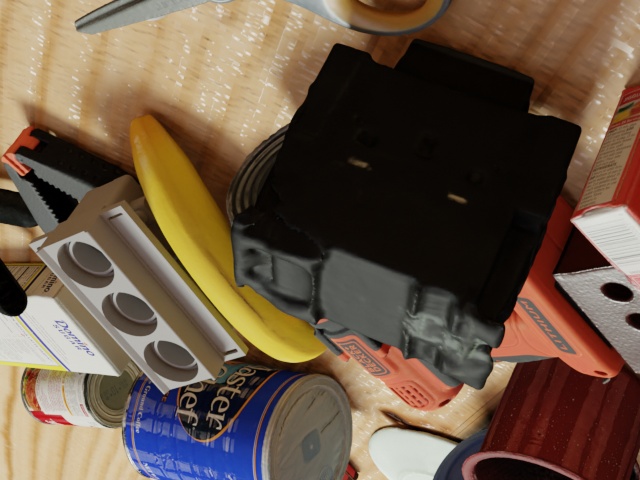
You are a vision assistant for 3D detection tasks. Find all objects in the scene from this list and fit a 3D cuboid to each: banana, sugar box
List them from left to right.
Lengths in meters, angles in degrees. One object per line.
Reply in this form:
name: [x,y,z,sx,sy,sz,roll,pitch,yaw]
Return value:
sugar box: [-0.235,0.063,0.878,0.177,0.048,0.093,-3,133,38]
banana: [-0.051,0.013,0.631,0.037,0.069,0.197,-32,119,16]

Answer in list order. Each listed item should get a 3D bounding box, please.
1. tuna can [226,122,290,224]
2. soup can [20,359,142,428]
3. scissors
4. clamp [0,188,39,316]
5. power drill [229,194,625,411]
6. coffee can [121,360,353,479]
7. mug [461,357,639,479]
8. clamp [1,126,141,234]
tuna can: [-0.001,-0.023,0.522,0.086,0.086,0.033,3,142,37]
soup can: [-0.203,0.127,0.924,0.102,0.068,0.068,-6,134,44]
scissors: [-0.024,-0.105,0.473,0.096,0.016,0.202,40,142,-24]
clamp: [-0.264,-0.030,0.766,0.171,0.039,0.120,40,128,-1]
power drill: [0.059,0.022,0.570,0.184,0.057,0.188,42,149,-24]
coffee can: [-0.062,0.141,0.793,0.141,0.102,0.102,5,141,35]
mug: [0.147,0.121,0.612,0.117,0.081,0.093,41,147,-18]
clamp: [-0.130,0.010,0.719,0.210,0.036,0.165,41,140,-18]
